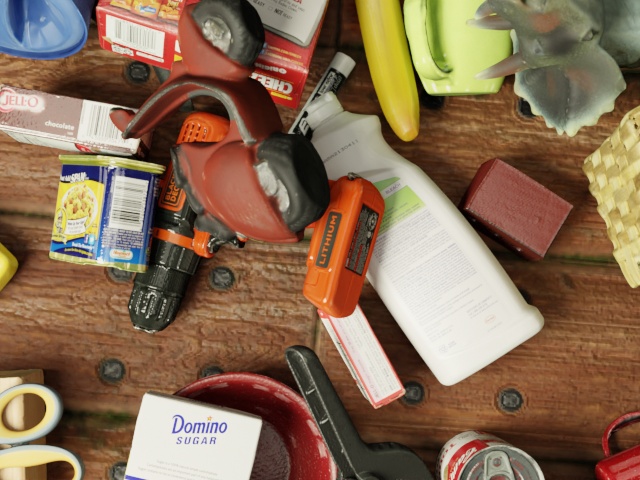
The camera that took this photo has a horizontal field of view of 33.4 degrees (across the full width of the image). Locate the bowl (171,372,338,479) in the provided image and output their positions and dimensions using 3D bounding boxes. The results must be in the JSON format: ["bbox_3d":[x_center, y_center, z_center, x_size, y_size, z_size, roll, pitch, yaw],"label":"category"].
[{"bbox_3d":[-0.068,0.185,0.855,0.162,0.055,0.162,0,87,-3],"label":"bowl"}]

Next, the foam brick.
[{"bbox_3d":[0.158,-0.025,0.880,0.078,0.053,0.051,32,86,-1],"label":"foam brick"}]

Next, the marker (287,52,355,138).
[{"bbox_3d":[-0.010,-0.102,0.892,0.020,0.020,0.121,32,86,-1],"label":"marker"}]

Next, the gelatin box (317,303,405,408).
[{"bbox_3d":[0.033,0.087,0.857,0.030,0.073,0.089,-29,89,-5],"label":"gelatin box"}]

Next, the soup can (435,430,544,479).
[{"bbox_3d":[0.131,0.189,0.842,0.068,0.102,0.068,0,87,-3],"label":"soup can"}]

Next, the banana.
[{"bbox_3d":[0.050,-0.178,0.875,0.037,0.069,0.198,-11,94,7],"label":"banana"}]

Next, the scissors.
[{"bbox_3d":[-0.272,0.148,0.774,0.201,0.016,0.096,4,85,-4],"label":"scissors"}]

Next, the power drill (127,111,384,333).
[{"bbox_3d":[-0.055,0.001,0.829,0.188,0.057,0.184,15,87,26],"label":"power drill"}]

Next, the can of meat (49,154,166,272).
[{"bbox_3d":[-0.170,-0.022,0.839,0.057,0.102,0.084,9,89,-38],"label":"can of meat"}]

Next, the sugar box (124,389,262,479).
[{"bbox_3d":[-0.107,0.209,0.801,0.093,0.048,0.176,14,83,-3],"label":"sugar box"}]

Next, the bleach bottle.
[{"bbox_3d":[0.071,-0.013,0.865,0.102,0.068,0.251,-33,90,3],"label":"bleach bottle"}]

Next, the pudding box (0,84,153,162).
[{"bbox_3d":[-0.193,-0.091,0.846,0.113,0.090,0.039,12,88,-3],"label":"pudding box"}]

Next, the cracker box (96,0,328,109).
[{"bbox_3d":[-0.066,-0.228,0.844,0.164,0.072,0.213,16,68,-3],"label":"cracker box"}]

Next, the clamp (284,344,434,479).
[{"bbox_3d":[0.026,0.181,0.818,0.209,0.036,0.164,22,78,-31],"label":"clamp"}]
